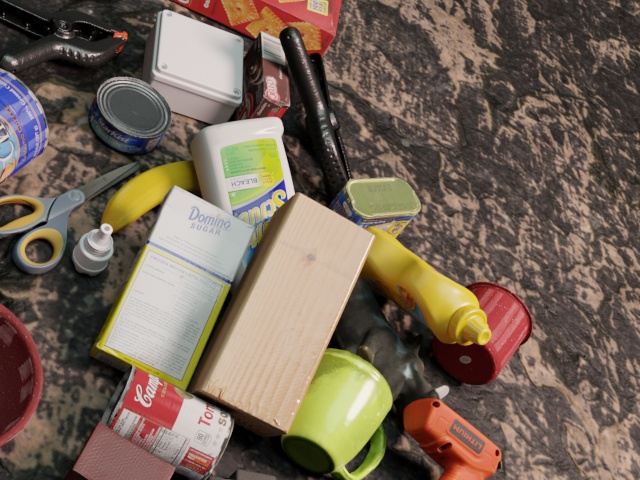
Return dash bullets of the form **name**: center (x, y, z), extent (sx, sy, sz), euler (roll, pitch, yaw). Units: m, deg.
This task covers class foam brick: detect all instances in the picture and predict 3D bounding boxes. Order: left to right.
- **foam brick**: center (-0.172, 0.202, 0.898), extent (0.078, 0.051, 0.053), euler (33, 45, -6)

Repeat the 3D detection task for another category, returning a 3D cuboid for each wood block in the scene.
- **wood block**: center (-0.038, 0.072, 1.008), extent (0.090, 0.090, 0.206), euler (29, 71, -10)

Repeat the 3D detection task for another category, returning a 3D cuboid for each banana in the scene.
- **banana**: center (-0.152, -0.051, 1.128), extent (0.197, 0.037, 0.070), euler (-11, 60, -39)

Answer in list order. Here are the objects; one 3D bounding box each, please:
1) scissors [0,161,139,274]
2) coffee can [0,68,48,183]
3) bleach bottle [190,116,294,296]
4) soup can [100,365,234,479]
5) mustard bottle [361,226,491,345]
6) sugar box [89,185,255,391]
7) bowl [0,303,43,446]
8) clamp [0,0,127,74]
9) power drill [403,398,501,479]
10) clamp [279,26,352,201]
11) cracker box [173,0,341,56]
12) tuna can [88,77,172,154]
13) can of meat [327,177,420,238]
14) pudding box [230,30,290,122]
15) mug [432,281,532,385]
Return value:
- **scissors**: center (-0.243, -0.023, 1.061), extent (0.201, 0.016, 0.096), euler (-17, 68, -41)
- **coffee can**: center (-0.336, -0.086, 0.987), extent (0.103, 0.103, 0.140), euler (39, 43, 0)
- **bleach bottle**: center (-0.057, 0.001, 1.104), extent (0.102, 0.068, 0.251), euler (-11, 76, -25)
- **soup can**: center (-0.136, 0.163, 0.942), extent (0.102, 0.069, 0.068), euler (28, 45, -11)
- **mustard bottle**: center (0.111, 0.058, 1.120), extent (0.192, 0.058, 0.096), euler (38, -13, 49)
- **sugar box**: center (-0.138, 0.047, 1.009), extent (0.093, 0.048, 0.176), euler (28, 66, -13)
- **bowl**: center (-0.314, 0.115, 0.872), extent (0.162, 0.055, 0.162), euler (18, 47, -21)
- **clamp**: center (-0.291, -0.217, 1.170), extent (0.171, 0.039, 0.120), euler (5, 55, -31)
- **power drill**: center (0.086, 0.245, 0.998), extent (0.184, 0.057, 0.187), euler (40, 55, -18)
- **clamp**: center (-0.001, -0.145, 1.249), extent (0.164, 0.036, 0.210), euler (30, 44, -75)
- **cracker box**: center (-0.077, -0.339, 1.389), extent (0.213, 0.072, 0.164), euler (24, 45, -14)
- **tuna can**: center (-0.208, -0.135, 1.163), extent (0.086, 0.034, 0.086), euler (18, 47, -21)
- **can of meat**: center (0.051, -0.026, 1.209), extent (0.101, 0.084, 0.057), euler (-6, 59, -36)
- **pudding box**: center (-0.072, -0.171, 1.242), extent (0.039, 0.090, 0.113), euler (18, 47, -23)
- **mug**: center (0.167, 0.099, 1.184), extent (0.117, 0.093, 0.081), euler (39, 48, 6)
